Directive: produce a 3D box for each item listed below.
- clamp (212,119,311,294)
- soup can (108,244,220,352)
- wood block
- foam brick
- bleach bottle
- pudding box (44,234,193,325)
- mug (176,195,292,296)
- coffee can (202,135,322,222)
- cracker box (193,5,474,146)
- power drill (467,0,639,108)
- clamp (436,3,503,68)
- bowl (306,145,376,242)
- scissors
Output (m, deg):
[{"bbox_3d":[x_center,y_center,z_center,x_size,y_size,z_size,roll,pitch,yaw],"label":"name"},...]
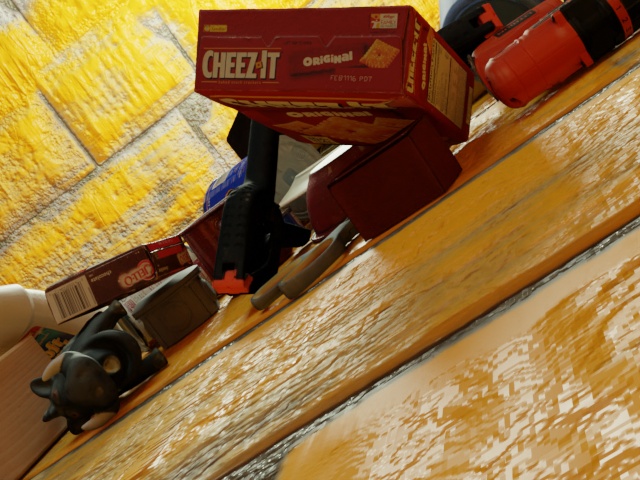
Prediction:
[{"bbox_3d":[-0.053,-0.028,0.921,0.036,0.164,0.209,-4,26,16],"label":"clamp"},{"bbox_3d":[-0.163,0.061,1.122,0.102,0.068,0.069,-40,7,-19],"label":"soup can"},{"bbox_3d":[-0.299,0.174,0.928,0.090,0.091,0.206,-35,7,18],"label":"wood block"},{"bbox_3d":[0.055,-0.046,0.778,0.078,0.051,0.053,-33,6,30],"label":"foam brick"},{"bbox_3d":[-0.291,0.094,1.079,0.103,0.068,0.250,-34,-23,13],"label":"bleach bottle"},{"bbox_3d":[-0.185,0.035,0.987,0.114,0.039,0.090,-22,0,16],"label":"pudding box"},{"bbox_3d":[-0.079,0.001,1.035,0.093,0.081,0.117,-37,6,-6],"label":"mug"},{"bbox_3d":[-0.066,-0.054,1.273,0.102,0.103,0.141,-41,7,-33],"label":"coffee can"},{"bbox_3d":[0.019,-0.124,0.845,0.164,0.072,0.213,3,-3,20],"label":"cracker box"},{"bbox_3d":[0.205,-0.175,0.885,0.184,0.057,0.187,-34,5,1],"label":"power drill"},{"bbox_3d":[0.097,-0.159,1.014,0.120,0.039,0.172,-21,-19,-47],"label":"clamp"},{"bbox_3d":[0.042,-0.067,0.998,0.162,0.055,0.162,-36,7,5],"label":"bowl"},{"bbox_3d":[0.009,0.001,0.854,0.096,0.016,0.201,-33,7,34],"label":"scissors"}]
